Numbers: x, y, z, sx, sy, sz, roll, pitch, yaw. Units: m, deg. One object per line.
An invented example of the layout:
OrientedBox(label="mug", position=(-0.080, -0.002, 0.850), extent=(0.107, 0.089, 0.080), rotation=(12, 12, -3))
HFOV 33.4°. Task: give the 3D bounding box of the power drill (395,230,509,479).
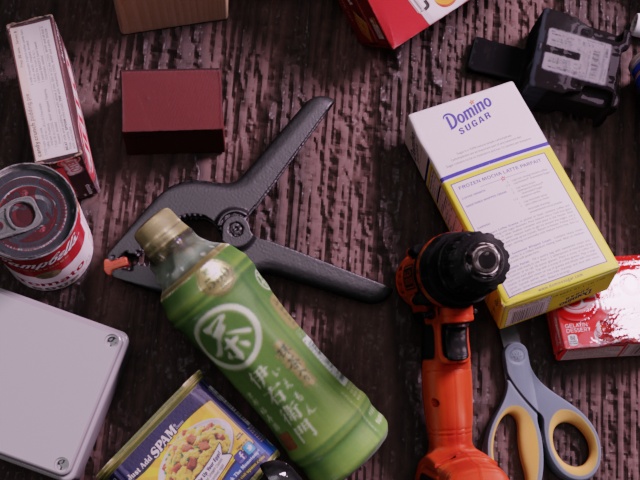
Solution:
OrientedBox(label="power drill", position=(0.095, 0.088, 0.726), extent=(0.057, 0.184, 0.187), rotation=(-2, 85, -5))

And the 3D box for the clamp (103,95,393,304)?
OrientedBox(label="clamp", position=(-0.055, 0.001, 0.802), extent=(0.210, 0.036, 0.164), rotation=(-23, 84, -7))

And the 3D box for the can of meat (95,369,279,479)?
OrientedBox(label="can of meat", position=(-0.090, 0.156, 0.747), extent=(0.084, 0.057, 0.102), rotation=(43, 76, 5))

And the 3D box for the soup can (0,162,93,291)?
OrientedBox(label="soup can", position=(-0.200, -0.007, 0.758), extent=(0.068, 0.102, 0.068), rotation=(1, 75, -5))

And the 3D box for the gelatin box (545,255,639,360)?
OrientedBox(label="gelatin box", position=(0.215, 0.050, 0.809), extent=(0.089, 0.030, 0.073), rotation=(-3, 64, -6))

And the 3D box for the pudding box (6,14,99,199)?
OrientedBox(label="pudding box", position=(-0.196, -0.095, 0.789), extent=(0.039, 0.090, 0.113), rotation=(-15, 76, -8))

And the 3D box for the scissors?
OrientedBox(label="scissors", position=(0.166, 0.097, 0.806), extent=(0.096, 0.016, 0.202), rotation=(7, 74, -4))

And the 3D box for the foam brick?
OrientedBox(label="foam brick", position=(-0.112, -0.099, 0.816), extent=(0.078, 0.053, 0.051), rotation=(-2, 75, -6))

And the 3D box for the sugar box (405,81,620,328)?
OrientedBox(label="sugar box", position=(0.140, -0.030, 0.806), extent=(0.093, 0.048, 0.176), rotation=(-18, 62, -9))
